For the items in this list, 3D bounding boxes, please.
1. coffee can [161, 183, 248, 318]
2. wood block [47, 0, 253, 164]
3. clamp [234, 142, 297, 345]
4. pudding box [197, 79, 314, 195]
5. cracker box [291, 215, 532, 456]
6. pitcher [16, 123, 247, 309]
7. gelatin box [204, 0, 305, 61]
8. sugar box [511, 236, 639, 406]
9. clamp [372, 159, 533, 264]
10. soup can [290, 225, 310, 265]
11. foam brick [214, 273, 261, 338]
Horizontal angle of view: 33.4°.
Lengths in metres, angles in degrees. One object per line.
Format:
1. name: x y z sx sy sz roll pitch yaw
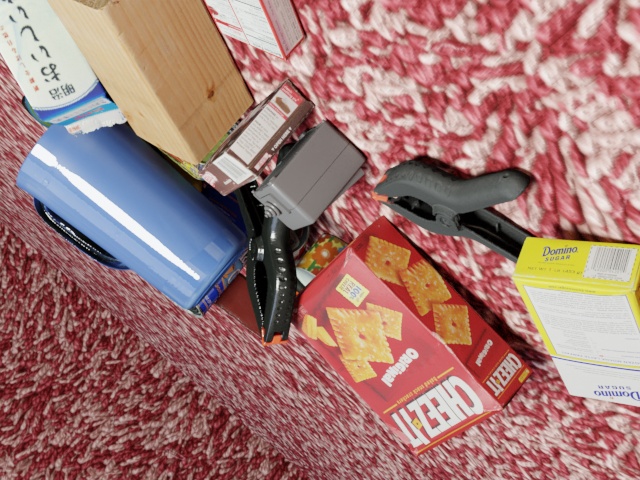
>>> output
1. coffee can: -0.139 0.009 1.307 0.103 0.140 0.103 35 163 12
2. wood block: -0.149 -0.173 0.946 0.090 0.090 0.206 28 160 32
3. clamp: -0.057 0.001 1.109 0.165 0.036 0.210 -165 72 -65
4. pudding box: -0.061 -0.091 0.971 0.039 0.090 0.114 41 163 -13
5. cracker box: 0.080 0.102 1.079 0.214 0.072 0.164 47 142 2
6. pitcher: -0.208 -0.031 1.187 0.243 0.145 0.149 40 172 0
7. gelatin box: -0.057 -0.187 0.820 0.073 0.030 0.089 27 160 31
8. sugar box: 0.221 0.067 0.831 0.093 0.048 0.176 6 149 33
9. clamp: 0.111 -0.032 0.852 0.172 0.039 0.120 21 149 31
10. soup can: -0.049 0.000 1.218 0.068 0.068 0.102 37 164 8
11. foam brick: -0.088 0.085 1.359 0.078 0.051 0.053 36 173 4
